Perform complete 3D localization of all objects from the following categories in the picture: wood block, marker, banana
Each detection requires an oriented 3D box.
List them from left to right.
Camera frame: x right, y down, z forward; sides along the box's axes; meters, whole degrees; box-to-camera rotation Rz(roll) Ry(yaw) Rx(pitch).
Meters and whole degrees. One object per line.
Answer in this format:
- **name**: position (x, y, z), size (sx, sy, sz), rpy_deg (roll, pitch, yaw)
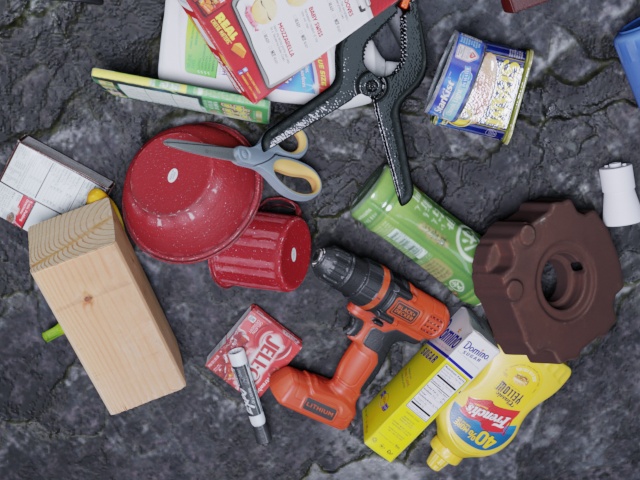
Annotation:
- **banana**: position (-0.246, 0.031, 1.168), size (0.037, 0.069, 0.198), rpy_deg (37, 117, 32)
- **wood block**: position (-0.222, 0.072, 1.127), size (0.091, 0.090, 0.206), rpy_deg (-20, 126, -3)
- **marker**: position (-0.078, 0.178, 1.200), size (0.020, 0.020, 0.121), rpy_deg (-15, 108, 5)

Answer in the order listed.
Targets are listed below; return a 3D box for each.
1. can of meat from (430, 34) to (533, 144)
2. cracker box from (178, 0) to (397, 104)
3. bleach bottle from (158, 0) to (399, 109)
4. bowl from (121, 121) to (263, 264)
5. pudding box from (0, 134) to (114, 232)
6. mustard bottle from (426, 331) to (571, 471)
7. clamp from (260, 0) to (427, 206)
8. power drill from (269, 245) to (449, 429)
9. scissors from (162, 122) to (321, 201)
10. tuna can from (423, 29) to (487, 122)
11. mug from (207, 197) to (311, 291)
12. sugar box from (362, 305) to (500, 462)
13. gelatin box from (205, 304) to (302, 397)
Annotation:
- **can of meat**: position (0.167, -0.160, 1.117), size (0.084, 0.057, 0.102), rpy_deg (14, 104, 0)
- **cracker box**: position (-0.028, -0.259, 1.003), size (0.213, 0.072, 0.164), rpy_deg (-38, 123, -6)
- **bleach bottle**: position (-0.038, -0.195, 1.109), size (0.250, 0.068, 0.102), rpy_deg (7, 102, -4)
- **bowl**: position (-0.144, -0.059, 1.106), size (0.162, 0.055, 0.162), rpy_deg (-6, 70, 16)
- **pudding box**: position (-0.295, -0.049, 1.163), size (0.113, 0.039, 0.090), rpy_deg (29, 102, -9)
- **mustard bottle**: position (0.187, 0.187, 1.208), size (0.096, 0.058, 0.192), rpy_deg (36, 103, -13)
- **clamp**: position (0.039, -0.154, 1.074), size (0.164, 0.036, 0.210), rpy_deg (14, 98, -8)
- **power drill**: position (0.026, 0.108, 1.168), size (0.184, 0.057, 0.188), rpy_deg (29, 108, -27)
- **scissors**: position (-0.075, -0.101, 1.094), size (0.201, 0.096, 0.016), rpy_deg (24, 145, -37)
- **tuna can**: position (0.132, -0.160, 1.047), size (0.033, 0.086, 0.086), rpy_deg (21, 104, -2)
- **mug**: position (-0.057, 0.001, 1.141), size (0.082, 0.117, 0.093), rpy_deg (7, 141, 24)
- **sugar box**: position (0.119, 0.157, 1.184), size (0.048, 0.093, 0.176), rpy_deg (38, 101, -9)
- **gelatin box**: position (-0.075, 0.128, 1.210), size (0.073, 0.030, 0.089), rpy_deg (38, 103, -10)
